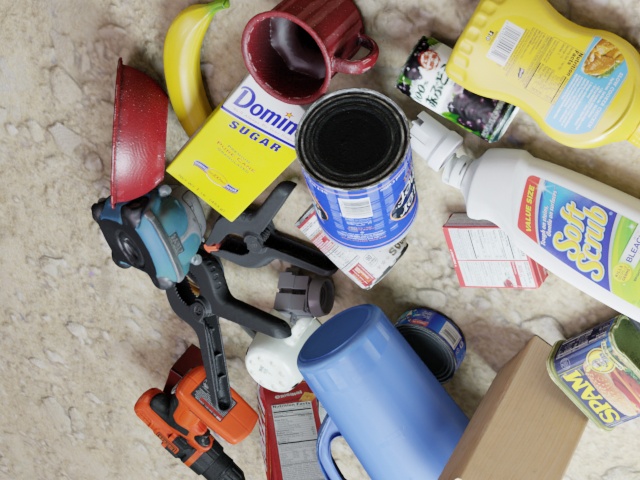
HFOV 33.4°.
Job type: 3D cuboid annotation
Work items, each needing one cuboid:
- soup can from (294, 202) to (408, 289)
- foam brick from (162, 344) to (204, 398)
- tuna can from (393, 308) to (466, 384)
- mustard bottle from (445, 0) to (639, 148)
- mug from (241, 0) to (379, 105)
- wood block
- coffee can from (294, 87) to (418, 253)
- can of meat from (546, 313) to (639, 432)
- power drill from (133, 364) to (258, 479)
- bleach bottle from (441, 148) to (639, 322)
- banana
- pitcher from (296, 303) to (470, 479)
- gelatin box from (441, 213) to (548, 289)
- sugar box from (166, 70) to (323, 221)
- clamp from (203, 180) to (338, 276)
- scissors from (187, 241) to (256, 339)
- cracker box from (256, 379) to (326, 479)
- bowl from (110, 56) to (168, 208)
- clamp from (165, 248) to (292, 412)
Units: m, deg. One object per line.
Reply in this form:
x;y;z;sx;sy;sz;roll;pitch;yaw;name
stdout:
0.032;-0.006;1.103;0.102;0.068;0.069;43;138;-3;soup can
-0.174;0.189;1.431;0.053;0.051;0.078;33;138;6;foam brick
0.116;0.116;1.172;0.086;0.033;0.086;20;134;21;tuna can
0.205;-0.131;0.871;0.192;0.058;0.096;32;105;8;mustard bottle
-0.002;-0.180;0.970;0.117;0.081;0.093;18;133;24;mug
0.194;0.206;1.064;0.091;0.205;0.090;36;138;4;wood block
0.036;-0.062;0.990;0.103;0.102;0.140;24;162;17;coffee can
0.288;0.129;1.043;0.102;0.057;0.084;46;135;-8;can of meat
-0.146;0.243;1.359;0.184;0.057;0.188;42;145;-1;power drill
0.223;-0.008;0.954;0.251;0.068;0.103;26;105;17;bleach bottle
-0.130;-0.166;1.108;0.070;0.037;0.198;22;135;20;banana
0.073;0.196;1.143;0.145;0.149;0.242;-14;117;54;pitcher
0.171;0.010;1.045;0.089;0.030;0.073;0;123;36;gelatin box
-0.073;-0.103;1.089;0.093;0.048;0.177;38;133;-12;sugar box
-0.058;0.001;1.199;0.172;0.039;0.120;-16;109;47;clamp
-0.109;0.072;1.311;0.202;0.016;0.096;38;138;3;scissors
-0.032;0.282;1.290;0.072;0.214;0.164;-5;131;-8;cracker box
-0.193;-0.113;1.142;0.055;0.162;0.162;3;135;-9;bowl
-0.132;0.089;1.256;0.210;0.036;0.165;47;126;24;clamp
